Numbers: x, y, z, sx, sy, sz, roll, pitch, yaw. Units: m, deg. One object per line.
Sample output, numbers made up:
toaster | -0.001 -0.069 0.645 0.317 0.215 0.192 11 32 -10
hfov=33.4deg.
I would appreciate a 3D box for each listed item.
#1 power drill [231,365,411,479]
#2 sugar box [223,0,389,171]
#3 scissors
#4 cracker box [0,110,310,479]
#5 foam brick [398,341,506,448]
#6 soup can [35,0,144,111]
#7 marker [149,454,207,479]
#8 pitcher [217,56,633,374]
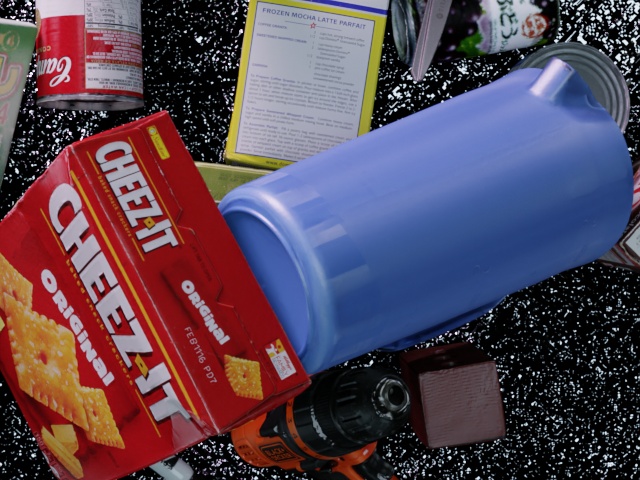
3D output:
power drill | 0.047 0.151 0.669 0.187 0.185 0.057 43 61 -11
sugar box | -0.006 -0.131 0.710 0.093 0.048 0.176 9 88 -5
scissors | 0.070 -0.195 0.693 0.096 0.016 0.201 31 65 6
cracker box | -0.120 0.048 0.612 0.071 0.214 0.164 -26 86 -38
foam brick | 0.086 0.102 0.711 0.053 0.078 0.051 -8 94 -6
soup can | -0.147 -0.137 0.682 0.068 0.068 0.102 -1 92 -6
marker | -0.115 0.142 0.721 0.121 0.020 0.020 40 88 -6
pitcher | 0.059 -0.003 0.635 0.242 0.145 0.149 -22 94 -34
